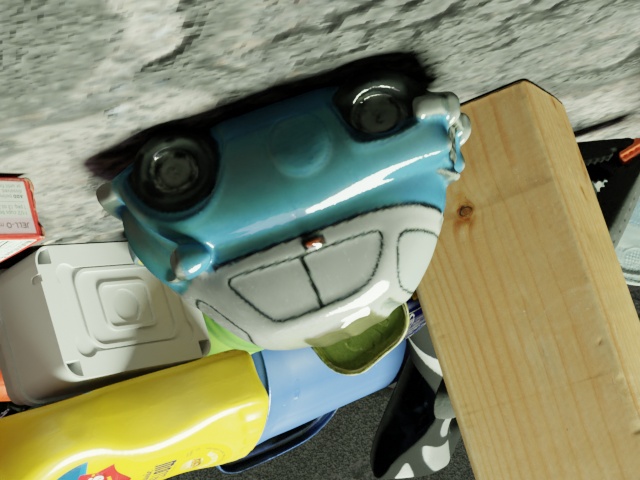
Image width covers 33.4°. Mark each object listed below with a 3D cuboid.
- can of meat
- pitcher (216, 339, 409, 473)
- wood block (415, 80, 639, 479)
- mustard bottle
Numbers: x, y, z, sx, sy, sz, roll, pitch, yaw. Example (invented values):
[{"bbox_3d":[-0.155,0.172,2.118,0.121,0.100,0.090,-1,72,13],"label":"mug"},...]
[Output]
[{"bbox_3d":[0.016,0.015,0.582,0.057,0.102,0.083,-44,169,23],"label":"can of meat"},{"bbox_3d":[-0.004,0.095,0.915,0.242,0.145,0.149,-12,166,-42],"label":"pitcher"},{"bbox_3d":[0.109,0.034,0.555,0.091,0.206,0.090,-21,169,23],"label":"wood block"},{"bbox_3d":[-0.128,0.115,0.582,0.191,0.058,0.096,-13,157,-29],"label":"mustard bottle"}]
